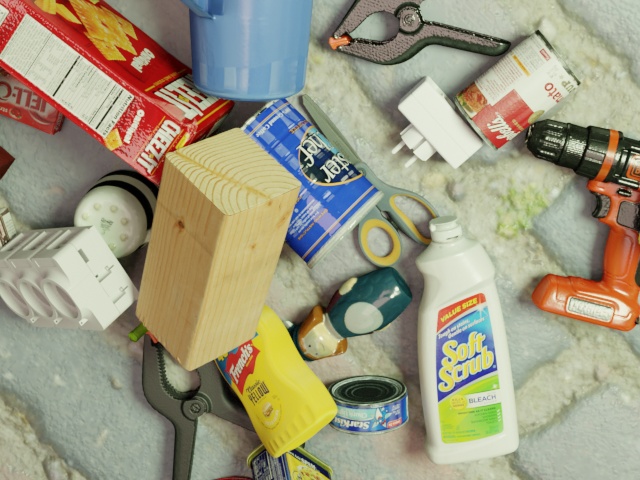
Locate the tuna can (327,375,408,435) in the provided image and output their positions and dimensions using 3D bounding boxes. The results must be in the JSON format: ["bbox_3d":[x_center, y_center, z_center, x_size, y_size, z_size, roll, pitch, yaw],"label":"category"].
[{"bbox_3d":[0.049,0.171,1.113,0.086,0.086,0.034,-1,104,8],"label":"tuna can"}]

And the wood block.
[{"bbox_3d":[-0.100,0.012,0.995,0.091,0.090,0.206,43,137,25],"label":"wood block"}]

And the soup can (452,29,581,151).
[{"bbox_3d":[0.186,-0.143,1.014,0.102,0.068,0.068,-38,98,16],"label":"soup can"}]

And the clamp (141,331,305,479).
[{"bbox_3d":[-0.139,0.186,1.166,0.164,0.036,0.210,-35,99,8],"label":"clamp"}]

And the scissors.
[{"bbox_3d":[0.035,-0.051,1.089,0.201,0.016,0.096,38,107,-4],"label":"scissors"}]

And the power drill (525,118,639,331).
[{"bbox_3d":[0.270,-0.015,1.045,0.184,0.057,0.188,16,107,3],"label":"power drill"}]

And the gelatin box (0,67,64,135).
[{"bbox_3d":[-0.300,-0.159,1.095,0.089,0.030,0.073,23,108,1],"label":"gelatin box"}]

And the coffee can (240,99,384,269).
[{"bbox_3d":[-0.023,-0.057,1.040,0.140,0.102,0.103,45,107,2],"label":"coffee can"}]

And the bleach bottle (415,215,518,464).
[{"bbox_3d":[0.137,0.099,1.087,0.102,0.068,0.251,-10,106,5],"label":"bleach bottle"}]

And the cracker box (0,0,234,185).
[{"bbox_3d":[-0.197,-0.159,1.012,0.213,0.164,0.072,37,109,-4],"label":"cracker box"}]

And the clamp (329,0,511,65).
[{"bbox_3d":[0.096,-0.207,1.024,0.172,0.039,0.120,-24,97,20],"label":"clamp"}]

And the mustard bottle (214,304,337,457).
[{"bbox_3d":[-0.065,0.123,1.110,0.192,0.058,0.096,57,133,15],"label":"mustard bottle"}]

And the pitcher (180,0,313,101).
[{"bbox_3d":[-0.070,-0.254,0.974,0.149,0.145,0.243,0,110,-7],"label":"pitcher"}]

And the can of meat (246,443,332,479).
[{"bbox_3d":[-0.026,0.270,1.135,0.057,0.084,0.102,-40,123,15],"label":"can of meat"}]
